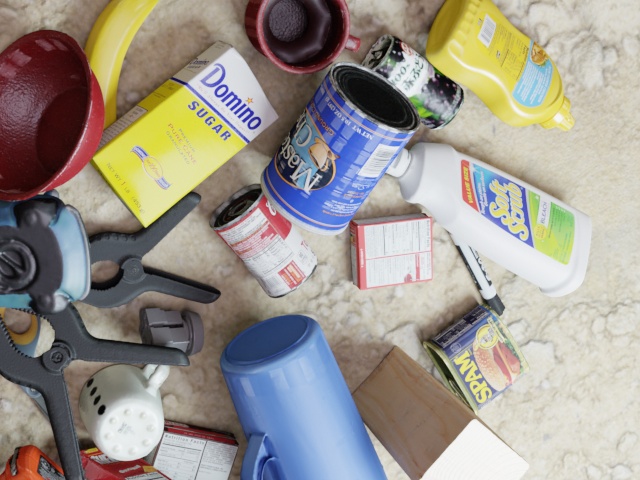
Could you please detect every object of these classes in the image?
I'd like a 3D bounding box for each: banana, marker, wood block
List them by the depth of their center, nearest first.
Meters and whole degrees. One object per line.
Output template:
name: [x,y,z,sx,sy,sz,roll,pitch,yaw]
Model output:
banana: [-0.197,-0.163,1.026,0.069,0.037,0.198,19,98,-21]
wood block: [0.118,0.203,1.132,0.090,0.206,0.090,42,90,-23]
marker: [0.179,0.037,1.207,0.020,0.020,0.121,-32,111,-7]

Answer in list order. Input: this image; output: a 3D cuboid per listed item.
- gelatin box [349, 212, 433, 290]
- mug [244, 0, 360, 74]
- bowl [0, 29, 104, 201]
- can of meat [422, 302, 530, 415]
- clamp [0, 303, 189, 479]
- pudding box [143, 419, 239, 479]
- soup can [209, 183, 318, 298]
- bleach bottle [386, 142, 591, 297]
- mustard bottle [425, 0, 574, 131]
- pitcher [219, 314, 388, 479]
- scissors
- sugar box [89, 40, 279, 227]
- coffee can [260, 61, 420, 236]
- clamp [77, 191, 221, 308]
gelatin box: [0.078,0.011,1.163,0.089,0.030,0.073,-7,105,-16]
mug: [-0.016,-0.210,1.046,0.117,0.082,0.093,13,100,-20]
bowl: [-0.251,-0.109,0.982,0.055,0.162,0.162,22,98,-55]
can of meat: [0.179,0.134,1.214,0.084,0.057,0.102,-36,112,-9]
clamp: [-0.256,0.125,1.034,0.210,0.036,0.164,34,76,-2]
pudding box: [-0.148,0.256,1.154,0.090,0.039,0.113,16,97,-20]
soup can: [-0.057,0.001,1.097,0.068,0.069,0.102,-39,113,-4]
bleach bottle: [0.175,-0.031,1.154,0.250,0.068,0.102,24,65,-20]
mustard bottle: [0.200,-0.176,1.128,0.191,0.058,0.096,35,60,-23]
pitcher: [-0.020,0.208,1.091,0.145,0.149,0.243,-20,110,0]
scissors: [-0.285,0.131,1.089,0.096,0.016,0.201,-47,113,-1]
sugar box: [-0.134,-0.105,1.038,0.176,0.048,0.093,-40,122,-10]
coffee can: [0.018,-0.089,1.050,0.102,0.103,0.140,22,124,-21]
clamp: [-0.184,0.032,1.083,0.171,0.039,0.120,-21,105,-7]
